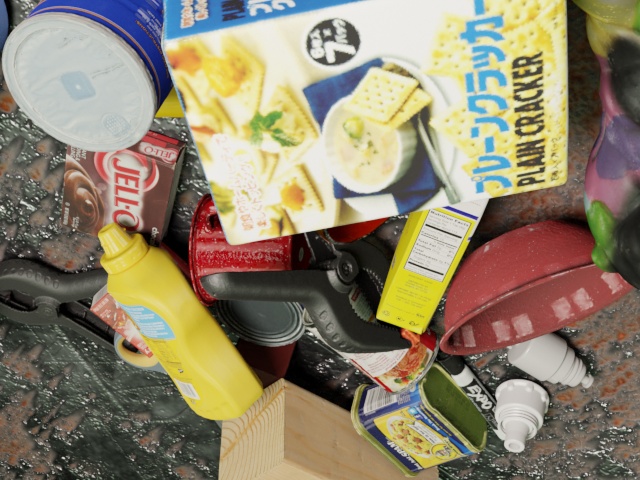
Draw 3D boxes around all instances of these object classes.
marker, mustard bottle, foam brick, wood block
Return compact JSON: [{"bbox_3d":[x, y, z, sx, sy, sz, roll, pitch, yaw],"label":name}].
[{"bbox_3d":[0.141,0.138,0.971,0.020,0.020,0.121,-19,123,34],"label":"marker"},{"bbox_3d":[-0.128,0.065,0.908,0.096,0.058,0.191,6,134,56],"label":"mustard bottle"},{"bbox_3d":[-0.063,0.123,1.010,0.053,0.051,0.078,24,136,-3],"label":"foam brick"},{"bbox_3d":[0.012,0.222,1.010,0.205,0.090,0.091,31,130,-31],"label":"wood block"}]

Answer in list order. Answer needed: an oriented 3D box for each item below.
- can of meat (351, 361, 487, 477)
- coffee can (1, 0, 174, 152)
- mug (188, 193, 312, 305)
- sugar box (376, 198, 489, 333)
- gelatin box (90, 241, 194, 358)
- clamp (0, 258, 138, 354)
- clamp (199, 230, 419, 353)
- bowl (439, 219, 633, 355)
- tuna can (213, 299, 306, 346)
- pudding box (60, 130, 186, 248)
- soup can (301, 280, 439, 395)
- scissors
[{"bbox_3d":[0.093,0.166,0.990,0.084,0.057,0.102,-27,119,35],"label":"can of meat"},{"bbox_3d":[-0.135,-0.142,0.717,0.103,0.140,0.103,11,135,11],"label":"coffee can"},{"bbox_3d":[-0.056,0.001,0.860,0.081,0.093,0.117,0,146,14],"label":"mug"},{"bbox_3d":[0.091,-0.021,0.784,0.048,0.093,0.176,18,135,3],"label":"sugar box"},{"bbox_3d":[-0.151,0.052,0.967,0.089,0.030,0.073,-42,110,15],"label":"gelatin box"},{"bbox_3d":[-0.252,0.063,1.035,0.171,0.039,0.120,7,129,11],"label":"clamp"},{"bbox_3d":[0.007,0.014,0.825,0.036,0.164,0.209,-14,140,43],"label":"clamp"},{"bbox_3d":[0.157,0.030,0.802,0.162,0.055,0.162,-17,159,-7],"label":"bowl"},{"bbox_3d":[-0.050,0.054,0.951,0.086,0.033,0.086,11,135,11],"label":"tuna can"},{"bbox_3d":[-0.167,-0.047,0.894,0.090,0.039,0.114,19,137,0],"label":"pudding box"},{"bbox_3d":[0.042,0.076,0.914,0.102,0.068,0.069,39,133,-17],"label":"soup can"},{"bbox_3d":[-0.147,0.137,1.066,0.096,0.016,0.202,-6,134,-2],"label":"scissors"}]
